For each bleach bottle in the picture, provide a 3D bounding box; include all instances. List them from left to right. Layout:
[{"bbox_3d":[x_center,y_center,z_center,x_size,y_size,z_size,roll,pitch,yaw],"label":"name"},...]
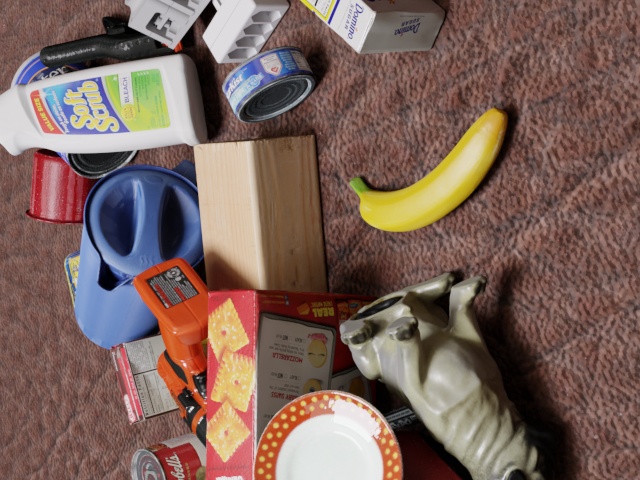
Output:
[{"bbox_3d":[-0.256,-0.134,1.164,0.251,0.068,0.102,-9,88,8],"label":"bleach bottle"}]

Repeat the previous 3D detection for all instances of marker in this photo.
[{"bbox_3d":[0.076,0.167,1.008,0.121,0.020,0.020,-30,76,46],"label":"marker"}]

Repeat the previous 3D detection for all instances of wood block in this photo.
[{"bbox_3d":[-0.058,0.001,1.066,0.091,0.090,0.206,3,100,46],"label":"wood block"}]

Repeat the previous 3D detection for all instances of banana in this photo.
[{"bbox_3d":[0.092,-0.050,0.930,0.198,0.037,0.069,-23,83,47],"label":"banana"}]

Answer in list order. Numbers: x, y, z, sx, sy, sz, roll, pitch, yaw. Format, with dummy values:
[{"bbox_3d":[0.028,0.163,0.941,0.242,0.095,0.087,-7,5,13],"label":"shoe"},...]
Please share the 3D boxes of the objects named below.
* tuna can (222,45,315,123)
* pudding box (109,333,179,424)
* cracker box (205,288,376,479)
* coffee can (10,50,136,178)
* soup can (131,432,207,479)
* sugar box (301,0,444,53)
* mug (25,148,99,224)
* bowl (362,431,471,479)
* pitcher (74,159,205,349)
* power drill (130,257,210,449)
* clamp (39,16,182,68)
[{"bbox_3d":[-0.049,-0.149,1.026,0.086,0.085,0.034,-40,70,44],"label":"tuna can"},{"bbox_3d":[-0.173,0.150,1.206,0.039,0.113,0.090,-22,81,50],"label":"pudding box"},{"bbox_3d":[-0.025,0.154,0.976,0.072,0.163,0.214,-4,84,43],"label":"cracker box"},{"bbox_3d":[-0.292,-0.154,1.278,0.140,0.102,0.103,42,126,34],"label":"coffee can"},{"bbox_3d":[-0.155,0.257,1.217,0.069,0.102,0.068,13,107,46],"label":"soup can"},{"bbox_3d":[0.019,-0.229,0.931,0.176,0.093,0.048,45,128,31],"label":"sugar box"},{"bbox_3d":[-0.322,-0.072,1.350,0.117,0.093,0.081,-118,34,-75],"label":"mug"},{"bbox_3d":[0.098,0.217,0.927,0.055,0.162,0.162,-46,58,0],"label":"bowl"},{"bbox_3d":[-0.200,0.023,1.181,0.243,0.149,0.145,123,132,-58],"label":"pitcher"},{"bbox_3d":[-0.119,0.124,1.039,0.185,0.057,0.188,44,151,41],"label":"power drill"},{"bbox_3d":[-0.230,-0.220,1.193,0.172,0.120,0.039,10,131,43],"label":"clamp"}]
